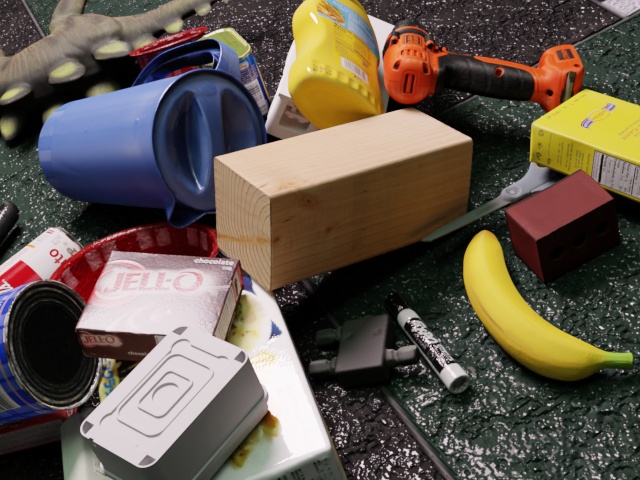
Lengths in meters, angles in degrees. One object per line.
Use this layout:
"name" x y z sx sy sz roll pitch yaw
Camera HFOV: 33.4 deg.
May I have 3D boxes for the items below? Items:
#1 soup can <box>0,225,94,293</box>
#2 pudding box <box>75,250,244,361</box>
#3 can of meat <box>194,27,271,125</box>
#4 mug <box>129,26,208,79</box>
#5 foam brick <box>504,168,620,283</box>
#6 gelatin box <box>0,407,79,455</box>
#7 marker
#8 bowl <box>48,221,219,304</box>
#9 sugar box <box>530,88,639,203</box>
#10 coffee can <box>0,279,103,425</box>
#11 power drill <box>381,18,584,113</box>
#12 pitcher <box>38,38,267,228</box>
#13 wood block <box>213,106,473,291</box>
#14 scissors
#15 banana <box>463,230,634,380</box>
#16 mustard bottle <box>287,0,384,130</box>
"soup can" -0.272 0.042 1.017 0.069 0.068 0.102 23 55 40
"pudding box" -0.125 0.053 0.843 0.113 0.039 0.090 5 43 9
"can of meat" -0.092 -0.166 1.115 0.057 0.084 0.102 -25 32 -9
"mug" -0.147 -0.192 1.210 0.117 0.081 0.093 -23 18 -13
"foam brick" 0.202 -0.012 0.888 0.078 0.053 0.051 -28 39 -8
"gelatin box" -0.253 0.143 0.921 0.089 0.030 0.073 -16 40 7
"marker" 0.083 0.079 0.859 0.020 0.020 0.121 -27 40 -9
"bowl" -0.161 0.042 0.963 0.162 0.055 0.162 -12 25 5
"sugar box" 0.277 -0.073 0.908 0.176 0.048 0.093 23 42 36
"coffee can" -0.260 0.096 0.848 0.141 0.102 0.102 -17 37 29
"power drill" 0.152 -0.169 1.036 0.187 0.057 0.184 6 27 2
"pitcher" -0.173 -0.103 1.060 0.243 0.145 0.149 2 29 47
"wood block" 0.022 -0.040 0.919 0.205 0.090 0.091 -18 35 -29
"scissors" 0.189 -0.035 0.934 0.096 0.016 0.201 27 52 37
"banana" 0.158 0.055 0.846 0.069 0.037 0.198 -9 36 -25
"mustard bottle" 0.015 -0.184 1.025 0.058 0.096 0.191 -40 33 34
